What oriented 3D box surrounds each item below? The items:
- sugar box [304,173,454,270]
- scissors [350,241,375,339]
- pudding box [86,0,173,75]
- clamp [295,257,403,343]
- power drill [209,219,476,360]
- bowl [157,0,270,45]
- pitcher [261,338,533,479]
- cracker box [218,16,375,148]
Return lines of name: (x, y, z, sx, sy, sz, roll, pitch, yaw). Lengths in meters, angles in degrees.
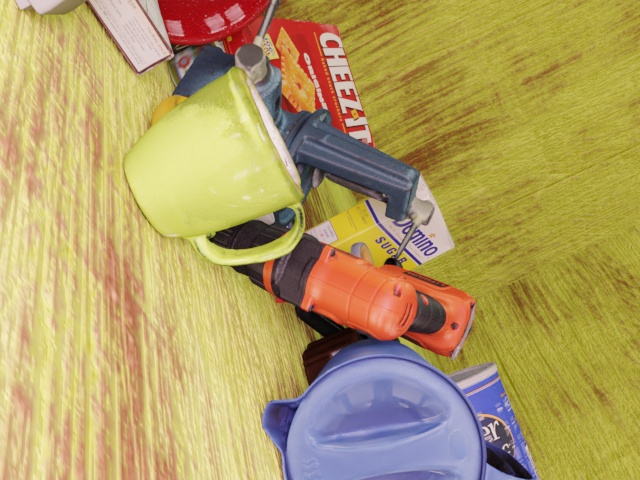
sugar box: (0.046, 0.009, 1.119, 0.093, 0.176, 0.048, 58, 8, -47)
scissors: (0.054, 0.078, 1.012, 0.201, 0.016, 0.096, 62, 25, -52)
pudding box: (-0.162, -0.199, 0.836, 0.113, 0.039, 0.090, 56, 10, -47)
clamp: (0.035, 0.106, 1.120, 0.039, 0.120, 0.171, -125, -155, -60)
power drill: (0.024, 0.037, 0.833, 0.185, 0.057, 0.187, 25, 4, 35)
bowl: (-0.111, -0.253, 0.927, 0.162, 0.162, 0.055, 58, 4, -46)
pitcher: (0.055, 0.142, 0.801, 0.149, 0.145, 0.243, 61, 2, 0)
cracker box: (-0.032, -0.156, 1.173, 0.213, 0.072, 0.164, -13, 86, -59)
